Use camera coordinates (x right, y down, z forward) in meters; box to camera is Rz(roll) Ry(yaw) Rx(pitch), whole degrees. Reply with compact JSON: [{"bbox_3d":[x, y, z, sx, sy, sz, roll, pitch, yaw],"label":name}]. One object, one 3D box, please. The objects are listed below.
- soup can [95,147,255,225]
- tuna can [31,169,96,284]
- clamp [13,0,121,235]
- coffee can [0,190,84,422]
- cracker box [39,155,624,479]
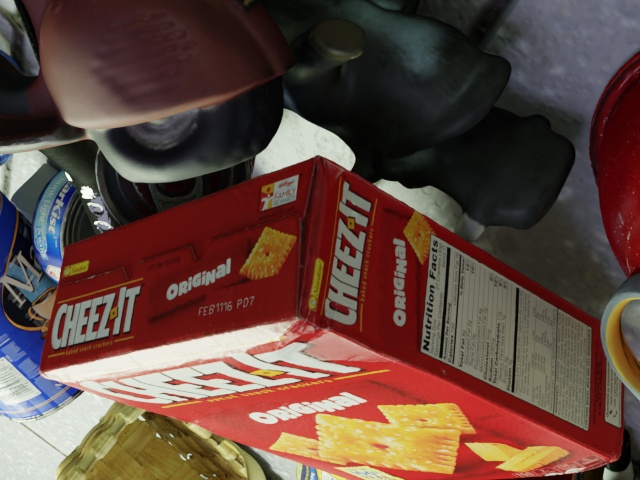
[{"bbox_3d":[-0.065,-0.043,0.514,0.068,0.068,0.102,44,-168,-12],"label":"soup can"},{"bbox_3d":[-0.136,-0.008,0.664,0.034,0.086,0.086,12,142,37],"label":"tuna can"},{"bbox_3d":[-0.122,-0.058,0.567,0.210,0.036,0.164,72,179,-54],"label":"clamp"},{"bbox_3d":[-0.212,0.036,0.686,0.103,0.102,0.140,7,144,40],"label":"coffee can"},{"bbox_3d":[0.011,0.053,0.480,0.164,0.072,0.213,-16,148,42],"label":"cracker box"}]
